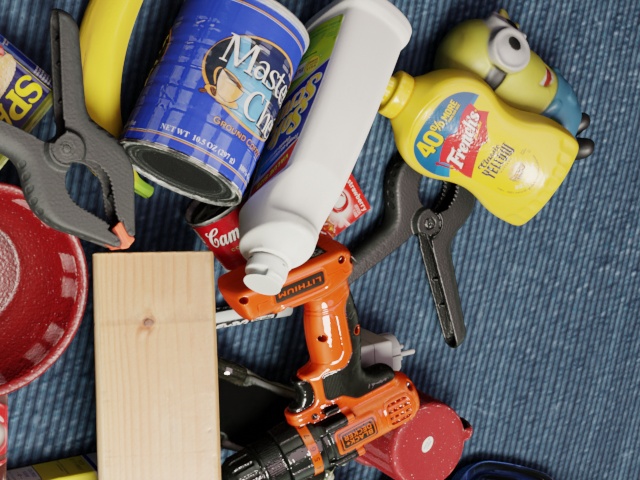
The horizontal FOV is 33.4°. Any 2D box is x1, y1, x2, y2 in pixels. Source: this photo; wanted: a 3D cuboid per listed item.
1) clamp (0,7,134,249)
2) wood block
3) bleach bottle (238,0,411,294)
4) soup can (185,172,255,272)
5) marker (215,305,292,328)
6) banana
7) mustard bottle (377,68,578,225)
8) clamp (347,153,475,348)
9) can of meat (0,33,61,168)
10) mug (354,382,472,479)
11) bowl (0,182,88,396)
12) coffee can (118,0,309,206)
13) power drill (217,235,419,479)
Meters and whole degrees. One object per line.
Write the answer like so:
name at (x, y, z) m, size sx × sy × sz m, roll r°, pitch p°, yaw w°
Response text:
clamp at (-0.178, -0.073, 0.746) m, size 0.120 × 0.039 × 0.171 m, roll -45°, pitch 112°, yaw -15°
wood block at (-0.126, 0.114, 0.812) m, size 0.090 × 0.090 × 0.206 m, roll -1°, pitch 85°, yaw -11°
bleach bottle at (-0.004, -0.073, 0.825) m, size 0.068 × 0.103 × 0.250 m, roll 33°, pitch 56°, yaw -26°
soup can at (-0.056, 0.001, 0.883) m, size 0.068 × 0.069 × 0.102 m, roll -43°, pitch 118°, yaw -16°
marker at (-0.081, 0.065, 0.909) m, size 0.120 × 0.020 × 0.020 m, roll -9°, pitch 104°, yaw -28°
banana at (-0.161, -0.128, 0.820) m, size 0.069 × 0.037 × 0.198 m, roll -14°, pitch 111°, yaw -55°
mustard bottle at (0.123, -0.095, 0.930) m, size 0.191 × 0.058 × 0.096 m, roll 27°, pitch 113°, yaw -16°
clamp at (0.082, -0.014, 0.976) m, size 0.164 × 0.036 × 0.210 m, roll 12°, pitch 91°, yaw -27°
can of meat at (-0.248, -0.102, 0.762) m, size 0.084 × 0.058 × 0.102 m, roll 42°, pitch 78°, yaw -26°
mug at (0.088, 0.178, 0.990) m, size 0.117 × 0.082 × 0.093 m, roll 2°, pitch 98°, yaw -30°
bowl at (-0.253, 0.032, 0.768) m, size 0.161 × 0.055 × 0.162 m, roll -9°, pitch 108°, yaw -30°
coffee can at (-0.081, -0.111, 0.813) m, size 0.102 × 0.103 × 0.140 m, roll 31°, pitch 73°, yaw -30°
power drill at (-0.020, 0.103, 0.858) m, size 0.184 × 0.057 × 0.187 m, roll -25°, pitch 116°, yaw -19°
